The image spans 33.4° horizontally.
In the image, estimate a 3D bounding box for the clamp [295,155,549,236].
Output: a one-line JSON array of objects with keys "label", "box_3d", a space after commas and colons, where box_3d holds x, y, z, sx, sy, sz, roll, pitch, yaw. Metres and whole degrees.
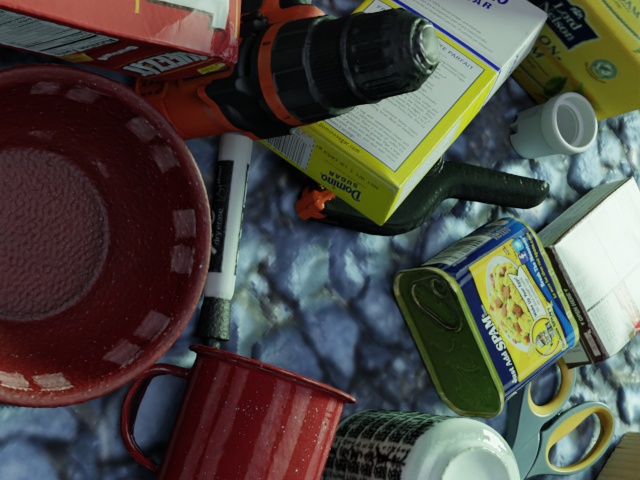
[{"label": "clamp", "box_3d": [0.057, -0.061, 0.660, 0.171, 0.039, 0.120, -15, 76, -29]}]

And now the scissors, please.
[{"label": "scissors", "box_3d": [0.114, 0.134, 0.685, 0.201, 0.016, 0.096, -17, 92, -32]}]

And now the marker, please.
[{"label": "marker", "box_3d": [-0.054, 0.001, 0.598, 0.020, 0.020, 0.121, 12, 79, -29]}]

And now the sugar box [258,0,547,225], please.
[{"label": "sugar box", "box_3d": [0.051, -0.098, 0.628, 0.093, 0.048, 0.176, 36, 56, 10]}]

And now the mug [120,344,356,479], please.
[{"label": "mug", "box_3d": [-0.049, 0.104, 0.557, 0.117, 0.093, 0.081, 18, 79, 4]}]

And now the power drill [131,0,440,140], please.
[{"label": "power drill", "box_3d": [-0.008, -0.142, 0.557, 0.057, 0.185, 0.187, 40, 56, -44]}]

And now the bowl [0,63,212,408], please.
[{"label": "bowl", "box_3d": [-0.137, -0.002, 0.522, 0.161, 0.055, 0.162, -1, 92, -31]}]

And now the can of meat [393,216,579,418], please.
[{"label": "can of meat", "box_3d": [0.105, 0.045, 0.666, 0.083, 0.058, 0.102, -30, 101, -32]}]
